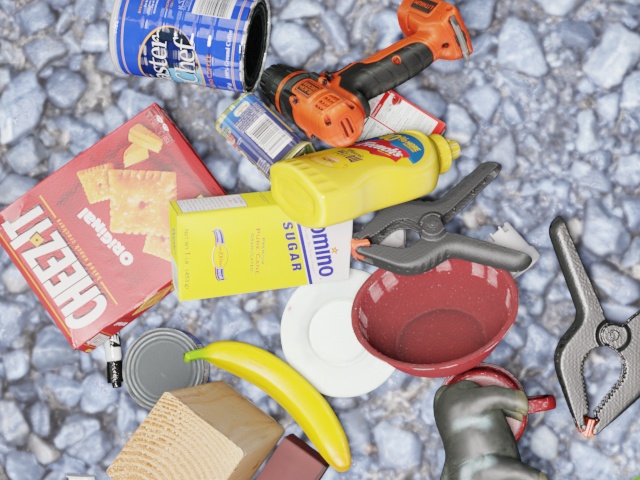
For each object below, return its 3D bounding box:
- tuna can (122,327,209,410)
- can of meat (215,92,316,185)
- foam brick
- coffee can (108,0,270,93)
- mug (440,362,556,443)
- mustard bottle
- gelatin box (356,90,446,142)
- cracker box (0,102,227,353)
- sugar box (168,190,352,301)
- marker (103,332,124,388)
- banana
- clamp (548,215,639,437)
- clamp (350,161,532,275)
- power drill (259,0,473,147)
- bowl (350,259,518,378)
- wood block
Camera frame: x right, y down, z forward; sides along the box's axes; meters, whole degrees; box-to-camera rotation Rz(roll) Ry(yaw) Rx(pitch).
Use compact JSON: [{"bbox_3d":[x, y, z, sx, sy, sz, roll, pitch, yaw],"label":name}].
[{"bbox_3d":[-0.158,0.133,1.101,0.086,0.033,0.086,-1,85,8],"label":"tuna can"},{"bbox_3d":[-0.052,-0.097,1.072,0.084,0.102,0.057,44,90,11],"label":"can of meat"},{"bbox_3d":[-0.033,0.240,1.064,0.051,0.053,0.078,34,89,9],"label":"foam brick"},{"bbox_3d":[-0.132,-0.211,1.092,0.140,0.102,0.103,11,87,9],"label":"coffee can"},{"bbox_3d":[0.168,0.164,1.027,0.117,0.081,0.093,-6,84,7],"label":"mug"},{"bbox_3d":[0.055,-0.065,1.015,0.191,0.096,0.058,-17,118,-29],"label":"mustard bottle"},{"bbox_3d":[0.072,-0.109,1.091,0.089,0.030,0.073,33,92,9],"label":"gelatin box"},{"bbox_3d":[-0.203,-0.013,1.088,0.213,0.072,0.164,-36,82,-5],"label":"cracker box"},{"bbox_3d":[-0.057,0.001,1.040,0.176,0.048,0.093,-6,116,-16],"label":"sugar box"},{"bbox_3d":[-0.220,0.094,1.121,0.020,0.020,0.121,-8,84,7],"label":"marker"},{"bbox_3d":[-0.042,0.155,1.070,0.198,0.037,0.069,33,52,7],"label":"banana"},{"bbox_3d":[0.275,0.084,1.041,0.164,0.036,0.210,21,89,9],"label":"clamp"},{"bbox_3d":[0.118,-0.002,1.034,0.171,0.039,0.120,-22,57,-1],"label":"clamp"},{"bbox_3d":[0.042,-0.173,1.058,0.187,0.185,0.057,-35,125,-8],"label":"power drill"},{"bbox_3d":[0.113,0.080,1.032,0.162,0.055,0.162,-9,41,8],"label":"bowl"},{"bbox_3d":[-0.109,0.196,1.001,0.090,0.206,0.091,36,91,9],"label":"wood block"}]
